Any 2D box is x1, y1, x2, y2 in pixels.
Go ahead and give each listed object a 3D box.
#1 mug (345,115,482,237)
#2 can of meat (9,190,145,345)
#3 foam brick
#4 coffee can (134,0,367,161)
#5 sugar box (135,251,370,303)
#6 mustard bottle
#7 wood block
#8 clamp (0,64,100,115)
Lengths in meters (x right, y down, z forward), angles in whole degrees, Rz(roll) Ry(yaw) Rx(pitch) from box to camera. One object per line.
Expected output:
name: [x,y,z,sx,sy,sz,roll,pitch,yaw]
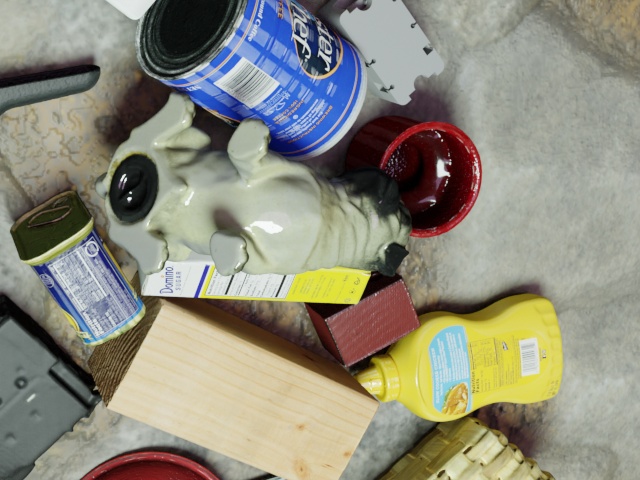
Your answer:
mug: [0.066,-0.046,0.869,0.093,0.082,0.117,21,96,-26]
can of meat: [-0.177,0.020,0.782,0.057,0.102,0.084,-33,116,-10]
foam brick: [0.036,0.061,0.904,0.078,0.053,0.051,-28,113,-13]
coffee can: [-0.047,-0.131,0.764,0.140,0.103,0.103,29,93,-47]
sugar box: [-0.056,0.001,0.827,0.176,0.093,0.048,2,134,-20]
mustard bottle: [0.119,0.109,0.947,0.191,0.058,0.096,-9,101,-19]
wood block: [-0.069,0.115,0.856,0.205,0.091,0.090,28,94,-26]
clamp: [-0.254,-0.117,0.745,0.171,0.039,0.120,-36,113,-9]
